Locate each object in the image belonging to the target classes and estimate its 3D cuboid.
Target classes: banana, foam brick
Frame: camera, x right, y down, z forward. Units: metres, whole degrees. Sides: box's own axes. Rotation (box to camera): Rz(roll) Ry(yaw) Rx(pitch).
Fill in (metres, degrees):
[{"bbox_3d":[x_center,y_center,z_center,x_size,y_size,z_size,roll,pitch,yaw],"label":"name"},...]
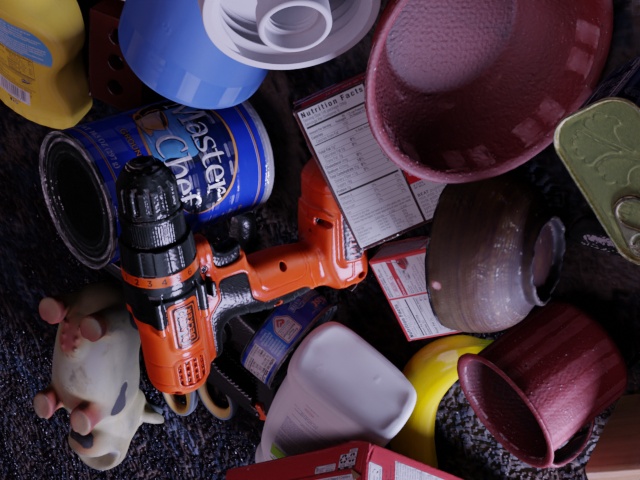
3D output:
[{"bbox_3d":[0.088,0.138,0.854,0.070,0.037,0.198,33,133,16],"label":"banana"},{"bbox_3d":[-0.141,-0.145,0.818,0.053,0.051,0.078,25,130,19],"label":"foam brick"}]

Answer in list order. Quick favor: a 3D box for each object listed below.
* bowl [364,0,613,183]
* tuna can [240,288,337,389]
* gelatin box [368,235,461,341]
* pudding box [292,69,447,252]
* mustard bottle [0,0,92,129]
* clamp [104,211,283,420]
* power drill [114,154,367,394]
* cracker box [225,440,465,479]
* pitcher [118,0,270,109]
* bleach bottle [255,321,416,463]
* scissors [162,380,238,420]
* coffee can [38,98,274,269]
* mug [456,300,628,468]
[{"bbox_3d":[0.090,-0.116,0.633,0.055,0.162,0.162,-123,29,-48],"label":"bowl"},{"bbox_3d":[-0.026,0.076,0.861,0.034,0.086,0.086,38,134,10],"label":"tuna can"},{"bbox_3d":[0.089,0.031,0.788,0.089,0.030,0.073,-15,111,41],"label":"gelatin box"},{"bbox_3d":[0.044,-0.060,0.726,0.090,0.039,0.113,-23,105,9],"label":"pudding box"},{"bbox_3d":[-0.224,-0.165,0.815,0.096,0.058,0.192,35,155,8],"label":"mustard bottle"},{"bbox_3d":[-0.081,0.064,0.924,0.165,0.036,0.210,-22,109,33],"label":"clamp"},{"bbox_3d":[-0.055,0.001,0.759,0.057,0.187,0.184,36,140,43],"label":"power drill"},{"bbox_3d":[0.052,0.227,0.847,0.213,0.072,0.164,27,146,-35],"label":"cracker box"},{"bbox_3d":[-0.054,-0.204,0.669,0.243,0.144,0.149,-55,42,47],"label":"pitcher"},{"bbox_3d":[-0.009,0.162,0.901,0.102,0.068,0.251,39,147,4],"label":"bleach bottle"},{"bbox_3d":[-0.114,0.093,0.983,0.096,0.016,0.202,23,130,20],"label":"scissors"},{"bbox_3d":[-0.120,-0.050,0.788,0.103,0.140,0.103,30,131,41],"label":"coffee can"},{"bbox_3d":[0.159,0.104,0.735,0.093,0.081,0.117,22,141,60],"label":"mug"}]
